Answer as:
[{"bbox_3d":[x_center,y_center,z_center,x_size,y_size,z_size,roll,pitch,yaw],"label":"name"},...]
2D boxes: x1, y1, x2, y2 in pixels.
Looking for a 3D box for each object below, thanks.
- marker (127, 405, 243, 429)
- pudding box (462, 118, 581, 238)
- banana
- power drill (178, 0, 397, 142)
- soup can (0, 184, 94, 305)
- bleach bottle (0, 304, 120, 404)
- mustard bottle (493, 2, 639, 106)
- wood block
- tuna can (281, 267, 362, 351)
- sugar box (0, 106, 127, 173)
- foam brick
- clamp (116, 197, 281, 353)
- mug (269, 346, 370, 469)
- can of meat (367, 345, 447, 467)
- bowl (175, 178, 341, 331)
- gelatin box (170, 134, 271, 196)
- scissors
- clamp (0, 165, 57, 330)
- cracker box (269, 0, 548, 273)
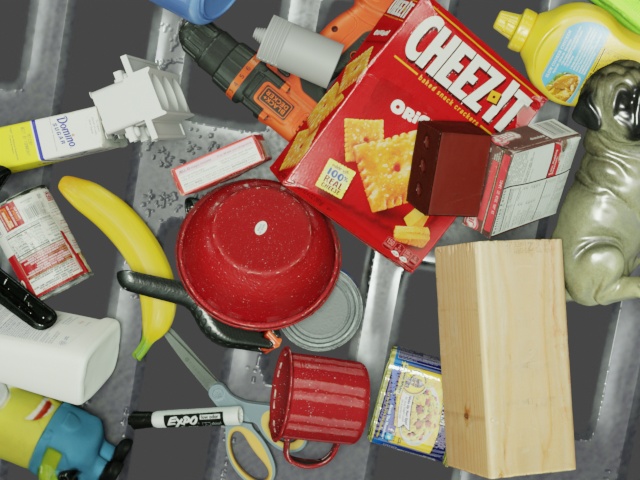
[{"bbox_3d":[-0.138,0.179,1.075,0.121,0.020,0.020,-5,95,15],"label":"marker"},{"bbox_3d":[0.187,-0.058,0.989,0.039,0.113,0.090,36,126,36],"label":"pudding box"},{"bbox_3d":[-0.191,0.017,1.060,0.069,0.037,0.198,-24,89,-18],"label":"banana"},{"bbox_3d":[-0.019,-0.201,1.028,0.184,0.057,0.188,40,99,-4],"label":"power drill"},{"bbox_3d":[-0.278,0.004,1.055,0.068,0.068,0.102,-28,92,5],"label":"soup can"},{"bbox_3d":[-0.334,0.091,1.060,0.251,0.102,0.068,14,111,8],"label":"bleach bottle"},{"bbox_3d":[0.254,-0.170,1.009,0.191,0.058,0.096,25,121,2],"label":"mustard bottle"},{"bbox_3d":[0.167,0.104,0.978,0.090,0.091,0.206,-2,87,-19],"label":"wood block"},{"bbox_3d":[0.000,0.065,1.060,0.086,0.033,0.086,0,95,3],"label":"tuna can"},{"bbox_3d":[-0.284,-0.091,1.034,0.176,0.093,0.048,-10,95,5],"label":"sugar box"},{"bbox_3d":[0.113,-0.064,0.949,0.051,0.053,0.078,3,107,-16],"label":"foam brick"},{"bbox_3d":[-0.103,0.040,1.053,0.171,0.039,0.120,37,68,-13],"label":"clamp"},{"bbox_3d":[-0.003,0.166,1.037,0.081,0.093,0.117,9,94,-12],"label":"mug"},{"bbox_3d":[0.098,0.161,1.051,0.084,0.057,0.102,15,95,4],"label":"can of meat"},{"bbox_3d":[-0.057,0.001,1.011,0.162,0.055,0.162,3,65,-6],"label":"bowl"},{"bbox_3d":[-0.095,-0.073,1.034,0.089,0.073,0.030,-24,93,5],"label":"gelatin box"},{"bbox_3d":[-0.083,0.153,1.082,0.096,0.016,0.202,-24,93,5],"label":"scissors"},{"bbox_3d":[-0.346,0.014,1.034,0.210,0.036,0.164,-5,111,35],"label":"clamp"},{"bbox_3d":[0.082,-0.099,0.997,0.164,0.072,0.214,35,97,-22],"label":"cracker box"}]
